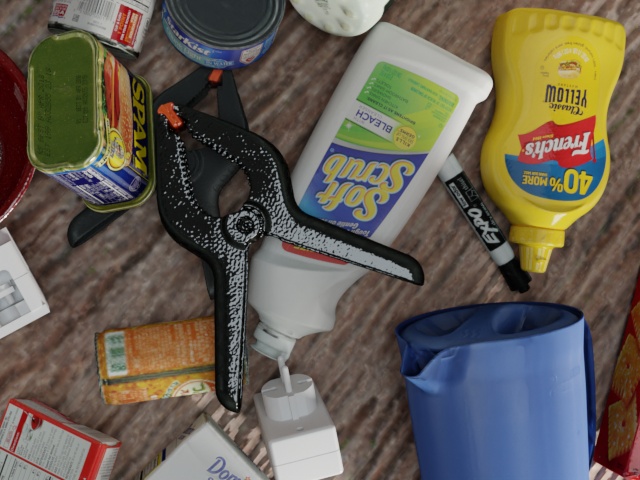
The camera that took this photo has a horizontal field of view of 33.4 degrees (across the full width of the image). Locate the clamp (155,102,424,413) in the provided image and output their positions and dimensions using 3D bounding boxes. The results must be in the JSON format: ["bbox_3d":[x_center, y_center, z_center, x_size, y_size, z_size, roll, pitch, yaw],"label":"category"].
[{"bbox_3d":[-0.055,0.001,0.731,0.164,0.036,0.210,-41,86,-4],"label":"clamp"}]

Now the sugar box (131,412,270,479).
[{"bbox_3d":[-0.117,0.219,0.778,0.176,0.048,0.093,-42,97,-7],"label":"sugar box"}]

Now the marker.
[{"bbox_3d":[0.125,-0.011,0.814,0.020,0.020,0.121,-34,97,-5],"label":"marker"}]

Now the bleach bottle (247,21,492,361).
[{"bbox_3d":[0.025,-0.025,0.778,0.102,0.068,0.251,26,91,-3],"label":"bleach bottle"}]

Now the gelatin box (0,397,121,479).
[{"bbox_3d":[-0.192,0.160,0.754,0.089,0.030,0.073,19,89,24],"label":"gelatin box"}]

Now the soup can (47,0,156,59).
[{"bbox_3d":[-0.144,-0.185,0.744,0.068,0.068,0.102,17,91,-8],"label":"soup can"}]

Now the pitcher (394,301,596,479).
[{"bbox_3d":[0.141,0.167,0.778,0.149,0.145,0.243,-7,97,4],"label":"pitcher"}]

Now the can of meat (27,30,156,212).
[{"bbox_3d":[-0.155,-0.080,0.721,0.057,0.084,0.102,-9,73,13],"label":"can of meat"}]

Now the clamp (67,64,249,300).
[{"bbox_3d":[-0.110,-0.051,0.770,0.120,0.039,0.171,13,83,-7],"label":"clamp"}]

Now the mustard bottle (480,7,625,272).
[{"bbox_3d":[0.169,-0.072,0.798,0.096,0.058,0.191,6,92,-13],"label":"mustard bottle"}]

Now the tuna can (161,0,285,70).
[{"bbox_3d":[-0.070,-0.165,0.757,0.086,0.034,0.086,5,68,-12],"label":"tuna can"}]
